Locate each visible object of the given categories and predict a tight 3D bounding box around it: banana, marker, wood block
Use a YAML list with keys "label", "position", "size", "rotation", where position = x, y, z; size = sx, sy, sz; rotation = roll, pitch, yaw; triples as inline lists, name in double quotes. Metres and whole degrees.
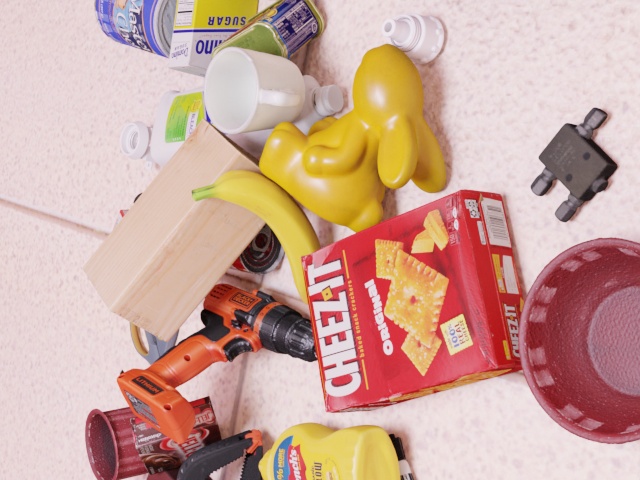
- label: "banana"
  position: [-0.045, -0.012, 1.084]
  size: [0.070, 0.197, 0.037]
  rotation: [-37, 33, 12]
- label: "marker"
  position: [0.085, 0.242, 1.016]
  size: [0.020, 0.020, 0.121]
  rotation: [-37, 61, 36]
- label: "wood block"
  position: [-0.141, -0.010, 1.118]
  size: [0.206, 0.090, 0.091]
  rotation: [-50, 41, 4]

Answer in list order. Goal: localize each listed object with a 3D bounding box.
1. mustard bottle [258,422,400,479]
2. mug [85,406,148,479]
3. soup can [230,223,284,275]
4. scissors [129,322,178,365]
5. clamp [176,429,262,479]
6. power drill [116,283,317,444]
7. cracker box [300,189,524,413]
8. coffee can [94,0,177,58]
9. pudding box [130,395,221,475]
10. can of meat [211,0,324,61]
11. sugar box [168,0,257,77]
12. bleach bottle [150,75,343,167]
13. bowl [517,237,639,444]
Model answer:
- label: "mustard bottle"
  position: [-0.002, 0.231, 1.066]
  size: [0.192, 0.058, 0.096]
  rotation: [-10, 87, 53]
- label: "mug"
  position: [-0.231, 0.239, 1.279]
  size: [0.117, 0.081, 0.093]
  rotation: [1, 97, 55]
- label: "soup can"
  position: [-0.097, -0.002, 1.192]
  size: [0.102, 0.068, 0.068]
  rotation: [10, 92, 46]
- label: "scissors"
  position: [-0.183, 0.153, 1.295]
  size: [0.096, 0.016, 0.202]
  rotation: [-49, 54, 29]
- label: "clamp"
  position: [-0.122, 0.298, 1.169]
  size: [0.210, 0.164, 0.036]
  rotation: [-46, 18, 9]
- label: "power drill"
  position: [-0.104, 0.127, 1.117]
  size: [0.185, 0.187, 0.057]
  rotation: [18, 137, 46]
- label: "cracker box"
  position: [0.084, 0.063, 1.001]
  size: [0.214, 0.071, 0.164]
  rotation: [-23, 70, 42]
- label: "coffee can"
  position: [-0.195, -0.277, 1.297]
  size: [0.141, 0.102, 0.103]
  rotation: [24, 102, 44]
- label: "pudding box"
  position: [-0.156, 0.216, 1.174]
  size: [0.113, 0.090, 0.039]
  rotation: [92, 162, -65]
- label: "can of meat"
  position: [-0.059, -0.215, 1.156]
  size: [0.102, 0.083, 0.057]
  rotation: [-22, 109, 41]
- label: "sugar box"
  position: [-0.117, -0.276, 1.227]
  size: [0.048, 0.093, 0.176]
  rotation: [5, 89, 45]
- label: "bleach bottle"
  position: [-0.080, -0.141, 1.193]
  size: [0.251, 0.068, 0.102]
  rotation: [-9, 61, 39]
- label: "bowl"
  position: [0.241, 0.080, 0.855]
  size: [0.162, 0.055, 0.162]
  rotation: [-7, 81, 44]
